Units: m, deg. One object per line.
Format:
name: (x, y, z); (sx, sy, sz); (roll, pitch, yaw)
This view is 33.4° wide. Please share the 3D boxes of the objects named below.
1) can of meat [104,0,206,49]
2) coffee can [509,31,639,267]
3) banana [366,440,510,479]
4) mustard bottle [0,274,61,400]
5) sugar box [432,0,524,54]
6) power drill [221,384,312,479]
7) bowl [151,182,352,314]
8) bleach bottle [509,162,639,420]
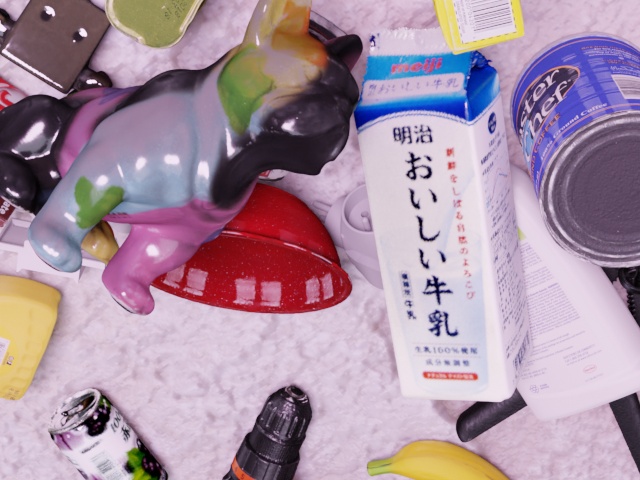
can of meat: (-0.087, -0.176, 0.660); (0.057, 0.084, 0.102); (29, 117, -13)
coffee can: (0.180, -0.062, 0.678); (0.103, 0.140, 0.103); (1, 119, 2)
banana: (0.135, 0.219, 0.898); (0.197, 0.037, 0.070); (36, 132, -15)
mustard bottle: (-0.300, 0.051, 0.798); (0.191, 0.058, 0.096); (20, 117, -17)
sugar box: (0.077, -0.179, 0.598); (0.048, 0.176, 0.093); (-10, 119, 10)
power drill: (-0.002, 0.232, 0.848); (0.188, 0.057, 0.185); (35, 115, 30)
bowl: (-0.055, 0.001, 0.747); (0.162, 0.055, 0.162); (6, 158, 2)
bleach bottle: (0.133, 0.001, 0.742); (0.103, 0.068, 0.251); (-26, 102, 27)
